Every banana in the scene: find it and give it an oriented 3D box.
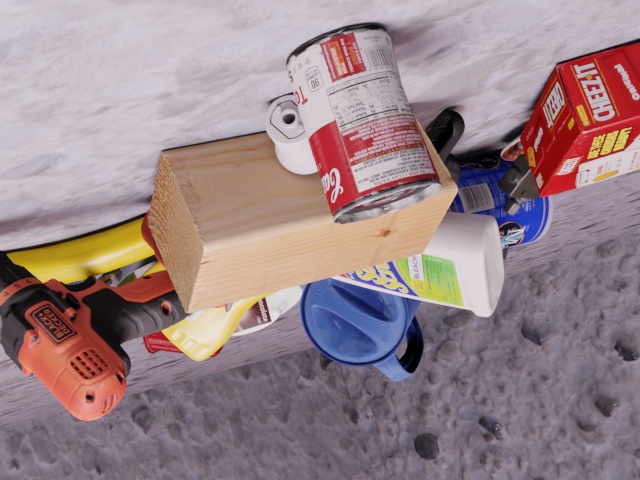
[{"bbox_3d":[-0.196,0.010,0.922,0.197,0.037,0.070,-16,173,-11],"label":"banana"}]

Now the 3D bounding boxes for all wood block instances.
[{"bbox_3d":[-0.015,-0.026,0.807,0.205,0.090,0.091,-13,150,-25],"label":"wood block"}]

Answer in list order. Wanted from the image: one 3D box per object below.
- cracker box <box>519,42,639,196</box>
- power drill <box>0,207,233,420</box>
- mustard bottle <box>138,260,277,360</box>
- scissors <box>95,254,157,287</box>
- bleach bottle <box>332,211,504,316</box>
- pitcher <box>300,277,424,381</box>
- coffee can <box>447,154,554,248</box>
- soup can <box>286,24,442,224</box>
[{"bbox_3d":[0.295,-0.121,0.927,0.213,0.072,0.164,-16,164,-5],"label":"cracker box"},{"bbox_3d":[-0.167,0.032,0.818,0.187,0.184,0.057,-32,155,-37],"label":"power drill"},{"bbox_3d":[-0.071,0.013,0.954,0.192,0.096,0.058,-43,175,13],"label":"mustard bottle"},{"bbox_3d":[-0.173,0.026,0.962,0.096,0.016,0.202,-27,-170,-2],"label":"scissors"},{"bbox_3d":[0.051,0.011,1.066,0.251,0.102,0.068,7,-134,24],"label":"bleach bottle"},{"bbox_3d":[0.077,0.069,1.364,0.145,0.149,0.242,14,-163,14],"label":"pitcher"},{"bbox_3d":[0.162,-0.035,1.138,0.140,0.103,0.103,-13,170,-29],"label":"coffee can"},{"bbox_3d":[0.025,-0.069,0.639,0.068,0.102,0.068,-17,172,-3],"label":"soup can"}]
